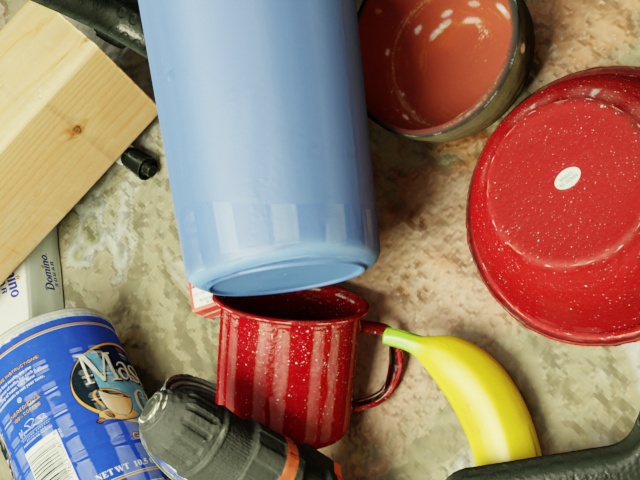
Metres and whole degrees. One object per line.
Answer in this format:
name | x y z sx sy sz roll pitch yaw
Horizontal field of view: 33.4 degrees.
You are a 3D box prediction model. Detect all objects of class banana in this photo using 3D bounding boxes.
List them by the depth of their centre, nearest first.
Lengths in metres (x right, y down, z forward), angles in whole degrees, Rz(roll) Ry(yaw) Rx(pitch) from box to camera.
banana | 0.091 0.135 0.588 0.070 0.037 0.198 -21 72 25

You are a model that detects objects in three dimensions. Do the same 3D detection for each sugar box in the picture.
sugar box | -0.281 0.047 0.841 0.176 0.048 0.093 -16 72 25

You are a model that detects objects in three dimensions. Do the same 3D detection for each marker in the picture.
marker | -0.165 -0.076 0.808 0.121 0.020 0.020 31 97 33

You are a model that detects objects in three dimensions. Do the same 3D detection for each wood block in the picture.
wood block | -0.227 -0.059 0.761 0.206 0.090 0.090 -47 55 -2

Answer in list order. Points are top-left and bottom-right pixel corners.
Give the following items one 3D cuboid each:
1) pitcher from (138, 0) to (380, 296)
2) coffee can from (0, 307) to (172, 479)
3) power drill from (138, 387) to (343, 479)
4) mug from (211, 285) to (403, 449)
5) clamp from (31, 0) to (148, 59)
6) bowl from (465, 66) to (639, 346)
pitcher | -0.041 -0.093 0.614 0.145 0.149 0.243 -10 79 9
coffee can | -0.159 0.130 0.710 0.103 0.102 0.140 -43 61 18
power drill | -0.068 0.177 0.612 0.188 0.184 0.057 -40 24 27
mug | -0.009 0.074 0.638 0.093 0.117 0.081 -126 39 -74
clamp | -0.140 -0.151 0.720 0.039 0.171 0.120 -59 19 17
bowl | 0.143 -0.025 0.580 0.162 0.055 0.162 -8 75 31
